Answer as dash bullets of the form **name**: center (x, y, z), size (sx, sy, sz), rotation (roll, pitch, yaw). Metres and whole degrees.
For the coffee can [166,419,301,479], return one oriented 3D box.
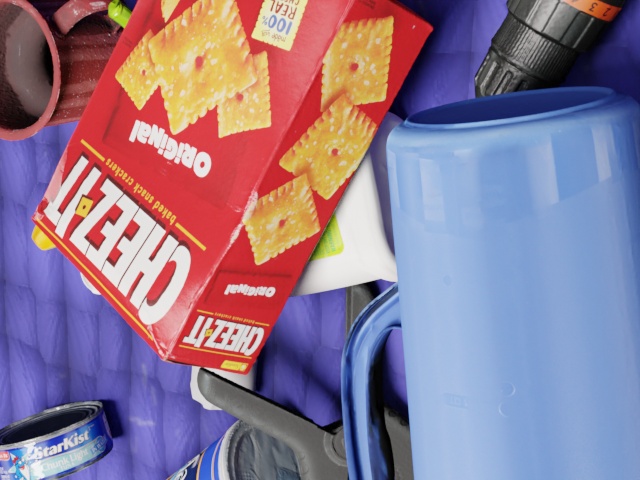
- **coffee can**: center (-0.062, 0.189, 0.694), size (0.141, 0.102, 0.103), rotation (-41, 80, 32)

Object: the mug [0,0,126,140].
- **mug**: center (-0.170, -0.123, 0.693), size (0.117, 0.081, 0.093), rotation (-39, 81, 32)

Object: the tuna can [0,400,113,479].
- **tuna can**: center (-0.195, 0.147, 0.773), size (0.086, 0.086, 0.034), rotation (-11, 98, 32)

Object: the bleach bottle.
- **bleach bottle**: center (-0.054, 0.001, 0.663), size (0.251, 0.067, 0.102), rotation (-17, 79, 35)

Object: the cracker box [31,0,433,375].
- **cracker box**: center (-0.059, -0.061, 0.590), size (0.164, 0.072, 0.214), rotation (38, 103, 41)

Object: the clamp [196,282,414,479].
- **clamp**: center (0.021, 0.110, 0.651), size (0.120, 0.039, 0.171), rotation (-40, 95, 2)

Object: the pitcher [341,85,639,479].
- **pitcher**: center (0.089, 0.059, 0.483), size (0.149, 0.145, 0.243), rotation (-11, 103, -9)
